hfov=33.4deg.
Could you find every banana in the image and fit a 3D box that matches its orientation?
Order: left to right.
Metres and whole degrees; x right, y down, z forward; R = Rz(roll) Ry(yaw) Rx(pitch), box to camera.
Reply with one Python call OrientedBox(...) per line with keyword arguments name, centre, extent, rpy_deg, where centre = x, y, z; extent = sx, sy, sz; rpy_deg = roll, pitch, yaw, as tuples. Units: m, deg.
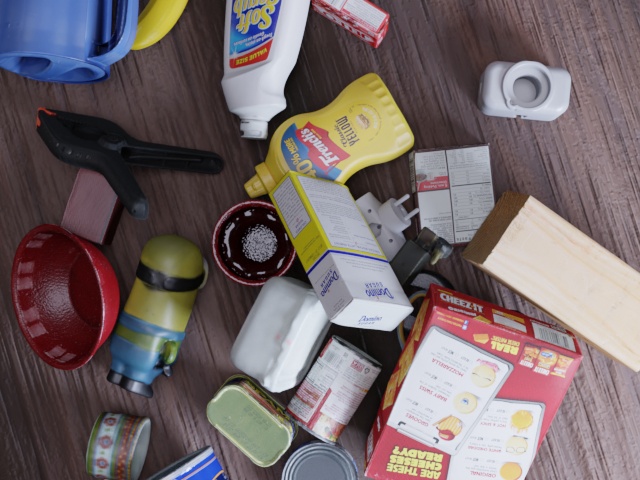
OrientedBox(name="banana", centre=(-0.178, -0.295, 1.215), extent=(0.069, 0.037, 0.198), rpy_deg=(26, 89, 1))

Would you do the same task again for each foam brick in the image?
OrientedBox(name="foam brick", centre=(-0.253, -0.039, 1.202), extent=(0.051, 0.053, 0.078), rpy_deg=(18, 88, 2))

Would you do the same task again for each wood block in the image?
OrientedBox(name="wood block", centre=(0.267, 0.042, 1.144), extent=(0.206, 0.091, 0.090), rpy_deg=(34, 91, -9))

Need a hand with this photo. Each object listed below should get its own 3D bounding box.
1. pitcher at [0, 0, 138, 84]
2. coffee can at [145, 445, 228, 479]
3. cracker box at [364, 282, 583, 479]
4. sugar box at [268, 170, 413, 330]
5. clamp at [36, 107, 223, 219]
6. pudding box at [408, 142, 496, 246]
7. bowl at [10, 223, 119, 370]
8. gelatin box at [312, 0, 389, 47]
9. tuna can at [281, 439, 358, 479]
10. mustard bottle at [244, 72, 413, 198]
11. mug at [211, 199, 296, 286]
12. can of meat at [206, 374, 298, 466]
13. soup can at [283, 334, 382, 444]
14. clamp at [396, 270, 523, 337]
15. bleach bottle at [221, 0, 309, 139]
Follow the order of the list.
OrientedBox(name="pitcher", centre=(-0.279, -0.300, 1.173), extent=(0.149, 0.145, 0.243), rpy_deg=(6, 85, -19))
OrientedBox(name="coffee can", centre=(-0.131, 0.310, 1.162), extent=(0.103, 0.103, 0.140), rpy_deg=(-30, 88, 1))
OrientedBox(name="cracker box", centre=(0.156, 0.171, 1.133), extent=(0.164, 0.072, 0.214), rpy_deg=(18, 112, -4))
OrientedBox(name="sugar box", centre=(0.019, 0.011, 1.108), extent=(0.048, 0.093, 0.176), rpy_deg=(-46, 52, 30))
OrientedBox(name="clamp", centre=(-0.222, -0.098, 1.185), extent=(0.210, 0.164, 0.036), rpy_deg=(29, 122, 22))
OrientedBox(name="pudding box", centre=(0.150, -0.049, 1.196), extent=(0.090, 0.039, 0.113), rpy_deg=(-6, 91, -1))
OrientedBox(name="bowl", centre=(-0.271, 0.059, 1.176), extent=(0.162, 0.055, 0.162), rpy_deg=(7, 102, 39))
OrientedBox(name="gelatin box", centre=(0.033, -0.254, 1.189), extent=(0.089, 0.073, 0.030), rpy_deg=(32, 90, 2))
OrientedBox(name="tuna can", centre=(0.000, 0.267, 1.193), extent=(0.086, 0.034, 0.086), rpy_deg=(0, 88, 2))
OrientedBox(name="mustard bottle", centre=(0.001, -0.101, 1.193), extent=(0.191, 0.058, 0.096), rpy_deg=(-29, 85, 1))
OrientedBox(name="mug", centre=(-0.058, 0.001, 1.179), extent=(0.117, 0.081, 0.093), rpy_deg=(-13, 88, 2))
OrientedBox(name="can of meat", centre=(-0.076, 0.198, 1.173), extent=(0.102, 0.084, 0.057), rpy_deg=(41, 90, 3))
OrientedBox(name="soup can", centre=(0.015, 0.164, 1.179), extent=(0.068, 0.068, 0.102), rpy_deg=(32, 89, 2))
OrientedBox(name="clamp", centre=(0.144, 0.083, 1.192), extent=(0.120, 0.039, 0.171), rpy_deg=(-44, 87, -1))
OrientedBox(name="bleach bottle", centre=(-0.057, -0.239, 1.191), extent=(0.103, 0.068, 0.251), rpy_deg=(5, 90, 23))
